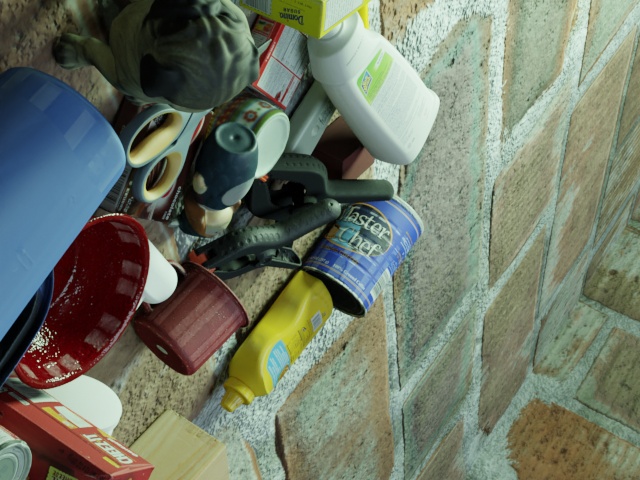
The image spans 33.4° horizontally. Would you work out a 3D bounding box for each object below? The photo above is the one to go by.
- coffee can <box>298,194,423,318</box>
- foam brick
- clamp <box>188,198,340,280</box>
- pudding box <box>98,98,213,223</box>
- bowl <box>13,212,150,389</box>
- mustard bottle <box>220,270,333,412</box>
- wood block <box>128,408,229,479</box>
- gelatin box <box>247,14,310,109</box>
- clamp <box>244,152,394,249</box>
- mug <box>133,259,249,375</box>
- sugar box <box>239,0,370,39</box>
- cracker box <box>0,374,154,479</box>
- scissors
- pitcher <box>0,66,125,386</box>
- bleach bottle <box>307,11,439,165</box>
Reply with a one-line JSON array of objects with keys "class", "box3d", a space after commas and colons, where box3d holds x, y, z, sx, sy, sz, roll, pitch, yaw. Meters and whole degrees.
[{"class": "coffee can", "box3d": [0.053, 0.014, 1.370, 0.140, 0.103, 0.103, -54, 156, -19]}, {"class": "foam brick", "box3d": [0.024, -0.101, 1.245, 0.078, 0.053, 0.051, -42, 150, -38]}, {"class": "clamp", "box3d": [-0.057, 0.001, 1.138, 0.171, 0.039, 0.120, -12, 148, -46]}, {"class": "pudding box", "box3d": [-0.147, -0.075, 0.926, 0.113, 0.039, 0.090, -65, 157, 6]}, {"class": "bowl", "box3d": [-0.215, 0.040, 0.889, 0.161, 0.055, 0.162, -46, 153, -33]}, {"class": "mustard bottle", "box3d": [-0.060, 0.134, 1.322, 0.191, 0.058, 0.096, -52, 156, -24]}, {"class": "wood block", "box3d": [-0.199, 0.298, 1.170, 0.205, 0.090, 0.091, -46, 152, -34]}, {"class": "gelatin box", "box3d": [-0.045, -0.176, 1.044, 0.073, 0.030, 0.089, -64, 158, 0]}, {"class": "clamp", "box3d": [-0.030, -0.041, 1.177, 0.165, 0.036, 0.209, -36, 150, 20]}, {"class": "mug", "box3d": [-0.138, 0.072, 1.065, 0.081, 0.093, 0.117, -46, 123, -23]}, {"class": "sugar box", "box3d": [0.013, -0.255, 0.996, 0.176, 0.093, 0.048, -41, 150, -41]}, {"class": "cracker box", "box3d": [-0.256, 0.243, 0.890, 0.072, 0.164, 0.214, 11, 105, -65]}, {"class": "scissors", "box3d": [-0.105, -0.100, 0.919, 0.201, 0.016, 0.096, -38, 146, -45]}, {"class": "pitcher", "box3d": [-0.237, 0.009, 0.717, 0.242, 0.145, 0.149, -55, -172, -24]}, {"class": "bleach bottle", "box3d": [0.050, -0.175, 1.117, 0.102, 0.068, 0.250, -67, 151, -13]}]
